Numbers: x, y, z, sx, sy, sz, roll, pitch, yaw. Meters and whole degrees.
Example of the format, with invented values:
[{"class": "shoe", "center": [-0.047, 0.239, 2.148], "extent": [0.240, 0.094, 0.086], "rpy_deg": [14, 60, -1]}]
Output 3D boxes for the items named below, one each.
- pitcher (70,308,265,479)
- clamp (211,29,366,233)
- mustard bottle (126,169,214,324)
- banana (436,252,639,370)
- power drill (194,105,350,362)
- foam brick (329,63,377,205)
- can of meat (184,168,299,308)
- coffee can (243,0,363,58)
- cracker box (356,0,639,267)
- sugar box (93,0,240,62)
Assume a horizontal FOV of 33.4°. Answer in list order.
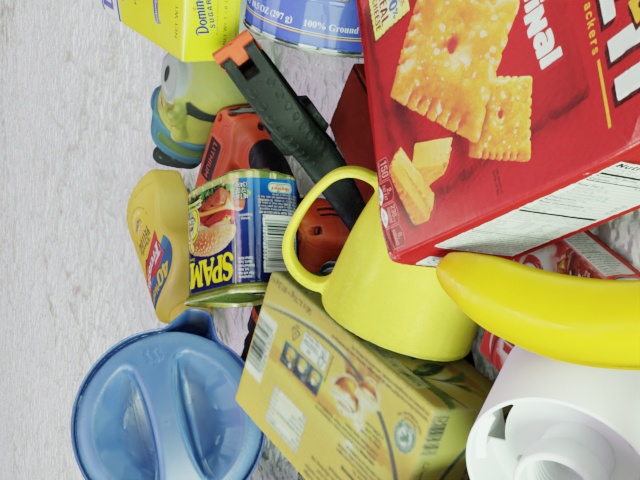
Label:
[{"class": "pitcher", "center": [-0.110, 0.158, 0.833], "extent": [0.145, 0.149, 0.243], "rpy_deg": [55, 172, 9]}, {"class": "clamp", "center": [-0.017, -0.077, 0.707], "extent": [0.171, 0.039, 0.120], "rpy_deg": [53, 179, -35]}, {"class": "mustard bottle", "center": [-0.143, 0.025, 1.053], "extent": [0.096, 0.058, 0.192], "rpy_deg": [-63, 38, 38]}, {"class": "banana", "center": [0.134, 0.020, 0.435], "extent": [0.198, 0.037, 0.069], "rpy_deg": [-17, 65, 38]}, {"class": "power drill", "center": [-0.044, -0.001, 0.845], "extent": [0.188, 0.057, 0.185], "rpy_deg": [62, 141, 38]}, {"class": "foam brick", "center": [0.047, -0.063, 0.650], "extent": [0.051, 0.052, 0.078], "rpy_deg": [113, 146, -42]}, {"class": "can of meat", "center": [-0.055, 0.001, 0.749], "extent": [0.102, 0.057, 0.084], "rpy_deg": [-16, 73, 58]}, {"class": "coffee can", "center": [0.012, -0.195, 0.656], "extent": [0.103, 0.102, 0.140], "rpy_deg": [-130, 45, -53]}, {"class": "cracker box", "center": [0.103, -0.092, 0.470], "extent": [0.214, 0.072, 0.164], "rpy_deg": [-29, 62, 55]}, {"class": "sugar box", "center": [-0.110, -0.188, 0.730], "extent": [0.176, 0.048, 0.093], "rpy_deg": [35, 126, 50]}]
